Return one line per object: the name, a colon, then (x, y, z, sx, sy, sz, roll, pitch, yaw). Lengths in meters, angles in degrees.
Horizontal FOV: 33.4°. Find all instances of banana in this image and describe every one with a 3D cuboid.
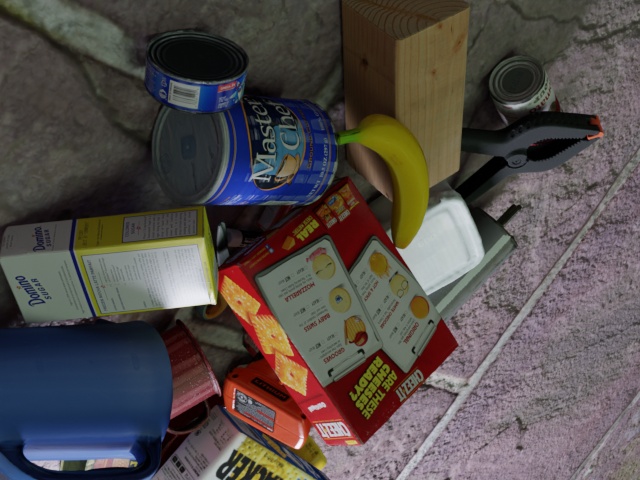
banana: (0.073, -0.065, 1.044, 0.069, 0.037, 0.197, -29, 139, 4)

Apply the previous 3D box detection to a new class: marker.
marker: (-0.057, 0.001, 1.136, 0.120, 0.020, 0.020, 7, 118, -48)

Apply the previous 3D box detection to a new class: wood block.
wood block: (0.083, -0.151, 1.073, 0.090, 0.091, 0.206, -29, 141, -23)

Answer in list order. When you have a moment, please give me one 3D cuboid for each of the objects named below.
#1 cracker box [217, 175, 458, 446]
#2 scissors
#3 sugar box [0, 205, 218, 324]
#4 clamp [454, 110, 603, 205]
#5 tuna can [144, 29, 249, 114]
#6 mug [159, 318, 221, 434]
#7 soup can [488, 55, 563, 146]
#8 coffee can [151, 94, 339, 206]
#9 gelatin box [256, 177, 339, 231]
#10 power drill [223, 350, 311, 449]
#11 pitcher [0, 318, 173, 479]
cracker box: (0.016, 0.070, 1.057, 0.164, 0.072, 0.213, -40, 102, -32)
scissors: (-0.084, 0.017, 1.080, 0.096, 0.016, 0.202, -35, 162, -32)
sugar box: (-0.182, 0.022, 0.938, 0.176, 0.048, 0.093, -4, 137, 1)
clamp: (0.215, -0.108, 1.225, 0.210, 0.036, 0.164, -19, 145, 18)
tuna can: (-0.104, -0.141, 0.895, 0.085, 0.086, 0.034, -18, 137, -34)
mug: (-0.156, 0.151, 1.111, 0.081, 0.093, 0.117, -29, 115, -16)
soup can: (0.241, -0.161, 1.245, 0.068, 0.069, 0.102, -46, 144, -2)
coffee can: (-0.068, -0.083, 0.974, 0.140, 0.103, 0.103, -2, 125, -45)
gelatin box: (-0.016, -0.036, 1.134, 0.089, 0.030, 0.073, 9, 116, -50)
power drill: (-0.001, 0.135, 1.141, 0.187, 0.185, 0.057, -45, 151, -44)
pitcher: (-0.259, 0.145, 0.947, 0.242, 0.149, 0.145, 3, 91, -38)
